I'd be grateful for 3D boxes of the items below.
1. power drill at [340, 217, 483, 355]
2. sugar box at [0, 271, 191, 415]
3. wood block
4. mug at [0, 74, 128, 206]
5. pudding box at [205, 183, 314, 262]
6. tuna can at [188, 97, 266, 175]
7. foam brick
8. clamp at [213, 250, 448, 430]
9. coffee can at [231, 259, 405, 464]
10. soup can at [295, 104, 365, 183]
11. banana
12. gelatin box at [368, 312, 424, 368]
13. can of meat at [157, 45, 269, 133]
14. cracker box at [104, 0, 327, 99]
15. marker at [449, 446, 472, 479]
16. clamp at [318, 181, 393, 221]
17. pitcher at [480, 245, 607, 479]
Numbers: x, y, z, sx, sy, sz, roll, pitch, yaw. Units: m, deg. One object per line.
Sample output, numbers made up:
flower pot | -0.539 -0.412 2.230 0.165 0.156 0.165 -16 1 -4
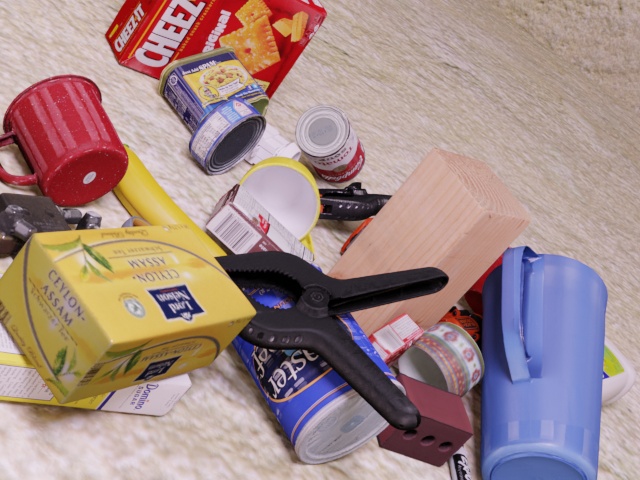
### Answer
power drill | 0.122 0.057 1.210 0.188 0.057 0.184 50 23 25
sugar box | -0.185 0.074 0.771 0.175 0.048 0.093 19 32 -45
wood block | 0.098 0.018 1.063 0.090 0.206 0.090 9 38 -48
mug | -0.230 -0.081 0.933 0.117 0.093 0.081 -19 62 -26
pudding box | -0.057 0.001 1.048 0.113 0.039 0.090 45 10 -10
tuna can | -0.101 -0.113 1.154 0.034 0.086 0.086 45 25 15
foam brick | 0.093 0.167 0.991 0.078 0.053 0.051 23 29 -29
clamp | 0.001 0.051 0.852 0.210 0.036 0.164 22 44 7
coffee can | -0.008 0.101 0.901 0.102 0.103 0.140 8 39 -49
soup can | 0.013 -0.116 1.292 0.068 0.068 0.102 49 0 19
banana | -0.150 -0.032 1.007 0.198 0.037 0.069 50 27 21
gelatin box | 0.053 0.111 1.005 0.030 0.073 0.089 46 25 12
can of meat | -0.120 -0.167 1.223 0.101 0.058 0.084 -24 66 -33
cracker box | -0.121 -0.256 1.274 0.213 0.164 0.072 16 32 -42
marker | 0.131 0.218 0.997 0.020 0.020 0.121 30 26 -19
clamp | 0.036 -0.047 1.271 0.171 0.039 0.120 -1 9 -43
pitcher | 0.217 0.133 1.068 0.149 0.145 0.242 22 45 -9
